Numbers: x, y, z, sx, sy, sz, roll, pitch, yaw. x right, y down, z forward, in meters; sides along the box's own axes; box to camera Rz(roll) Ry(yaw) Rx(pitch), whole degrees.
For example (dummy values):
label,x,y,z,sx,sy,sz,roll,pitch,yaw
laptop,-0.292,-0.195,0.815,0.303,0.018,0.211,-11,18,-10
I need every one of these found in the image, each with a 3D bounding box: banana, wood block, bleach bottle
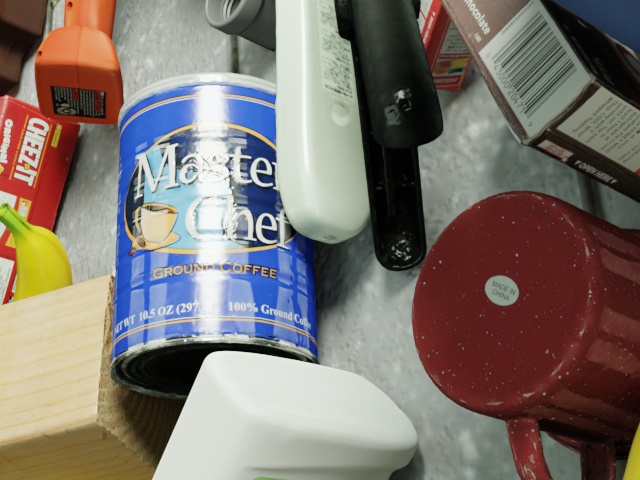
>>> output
label,x,y,z,sx,sy,sz,roll,pitch,yaw
banana,-0.213,0.064,0.718,0.198,0.069,0.037,-63,18,20
wood block,-0.187,0.102,0.589,0.206,0.090,0.090,-15,50,15
bleach bottle,-0.052,0.177,0.493,0.068,0.102,0.251,43,114,54

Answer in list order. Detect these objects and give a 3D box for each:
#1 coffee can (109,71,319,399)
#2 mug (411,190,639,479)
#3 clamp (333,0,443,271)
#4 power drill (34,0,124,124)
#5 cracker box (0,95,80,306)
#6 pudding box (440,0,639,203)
label,x,y,z,sx,sy,sz,roll,pitch,yaw
coffee can,-0.054,0.001,0.544,0.103,0.102,0.140,-23,59,40
mug,0.088,0.041,0.394,0.093,0.081,0.117,-13,66,44
clamp,0.024,-0.102,0.454,0.036,0.164,0.210,-7,79,0
power drill,-0.150,-0.184,0.702,0.184,0.057,0.187,118,156,-71
cracker box,-0.282,-0.019,0.819,0.214,0.072,0.164,3,77,48
pudding box,0.096,-0.075,0.424,0.039,0.089,0.113,-42,49,30
